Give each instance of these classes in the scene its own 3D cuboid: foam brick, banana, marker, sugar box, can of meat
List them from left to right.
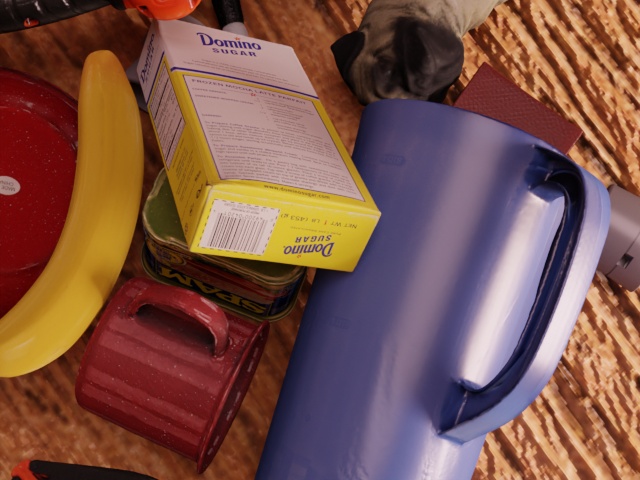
[{"bbox_3d":[-0.134,-0.005,0.572,0.069,0.037,0.197,32,73,-28],"label":"banana"},{"bbox_3d":[-0.054,0.001,0.625,0.102,0.084,0.057,22,72,-1],"label":"can of meat"},{"bbox_3d":[-0.049,-0.110,0.693,0.020,0.020,0.121,-12,75,-11],"label":"marker"},{"bbox_3d":[-0.040,-0.057,0.583,0.093,0.048,0.176,9,32,-25],"label":"sugar box"},{"bbox_3d":[0.116,-0.064,0.683,0.078,0.051,0.053,37,73,5],"label":"foam brick"}]

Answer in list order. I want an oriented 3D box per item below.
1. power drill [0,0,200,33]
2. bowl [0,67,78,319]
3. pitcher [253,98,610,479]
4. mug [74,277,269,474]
[{"bbox_3d":[-0.153,-0.159,0.641,0.187,0.184,0.057,-14,113,3],"label":"power drill"},{"bbox_3d":[-0.184,-0.026,0.605,0.161,0.055,0.162,2,84,-24],"label":"bowl"},{"bbox_3d":[0.054,0.054,0.584,0.145,0.149,0.243,18,80,8],"label":"pitcher"},{"bbox_3d":[-0.082,0.065,0.589,0.081,0.117,0.093,23,53,5],"label":"mug"}]
